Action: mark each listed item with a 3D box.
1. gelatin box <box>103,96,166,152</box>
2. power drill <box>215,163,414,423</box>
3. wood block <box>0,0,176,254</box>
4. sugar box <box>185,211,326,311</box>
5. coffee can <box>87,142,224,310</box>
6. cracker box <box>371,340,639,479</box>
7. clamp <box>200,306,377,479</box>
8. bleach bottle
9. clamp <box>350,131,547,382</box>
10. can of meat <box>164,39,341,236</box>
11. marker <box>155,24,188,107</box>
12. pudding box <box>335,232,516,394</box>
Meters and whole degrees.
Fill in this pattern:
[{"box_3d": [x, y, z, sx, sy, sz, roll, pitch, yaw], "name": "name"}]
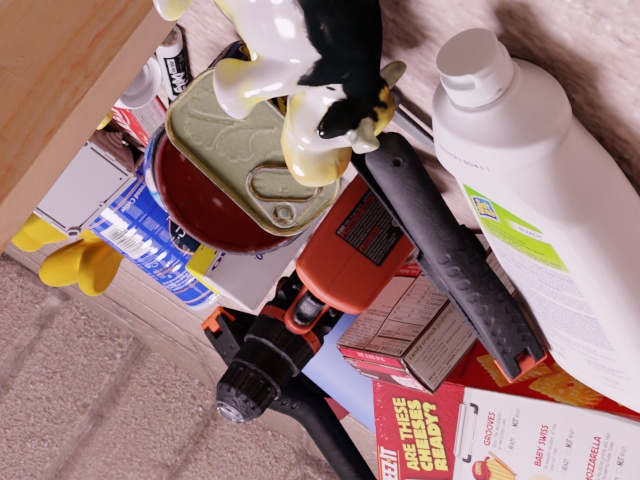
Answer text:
[{"box_3d": [-0.161, -0.107, 0.882, 0.073, 0.030, 0.089, 27, 164, 25], "name": "gelatin box"}, {"box_3d": [-0.001, 0.035, 0.728, 0.057, 0.184, 0.188, 36, 156, -2], "name": "power drill"}, {"box_3d": [-0.176, -0.090, 0.621, 0.090, 0.206, 0.091, 35, 166, -4], "name": "wood block"}, {"box_3d": [-0.056, 0.001, 0.832, 0.048, 0.093, 0.176, 37, 173, -9], "name": "sugar box"}, {"box_3d": [-0.138, -0.017, 0.978, 0.140, 0.102, 0.103, 40, 164, -23], "name": "coffee can"}, {"box_3d": [0.149, 0.161, 0.739, 0.214, 0.072, 0.164, 7, 115, 28], "name": "cracker box"}, {"box_3d": [-0.010, 0.123, 0.928, 0.210, 0.036, 0.164, 41, -154, -6], "name": "clamp"}, {"box_3d": [0.125, -0.006, 0.530, 0.103, 0.068, 0.250, 26, 162, 44], "name": "bleach bottle"}, {"box_3d": [0.071, 0.005, 0.598, 0.171, 0.039, 0.120, 52, -174, 3], "name": "clamp"}, {"box_3d": [-0.032, -0.063, 0.618, 0.102, 0.057, 0.084, 43, -158, -12], "name": "can of meat"}, {"box_3d": [-0.102, -0.117, 0.748, 0.020, 0.020, 0.121, 32, 165, 6], "name": "marker"}, {"box_3d": [0.073, 0.044, 0.697, 0.039, 0.113, 0.090, 46, 162, -20], "name": "pudding box"}]
